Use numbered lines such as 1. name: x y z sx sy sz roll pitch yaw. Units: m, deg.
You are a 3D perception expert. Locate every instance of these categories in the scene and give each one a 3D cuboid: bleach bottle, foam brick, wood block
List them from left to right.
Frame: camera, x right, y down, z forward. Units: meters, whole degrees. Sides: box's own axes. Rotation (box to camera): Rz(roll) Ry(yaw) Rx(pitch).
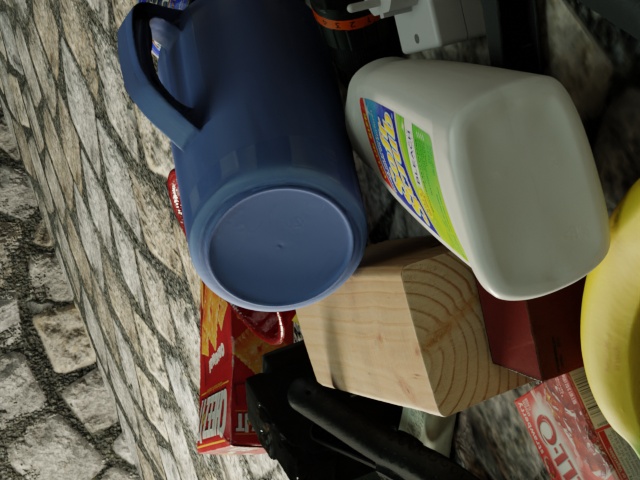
1. wood block: 0.060 0.049 0.704 0.206 0.090 0.090 173 80 -71
2. bleach bottle: 0.064 -0.048 0.586 0.251 0.068 0.102 -139 29 -72
3. foam brick: 0.120 0.029 0.581 0.051 0.053 0.078 -162 58 -67

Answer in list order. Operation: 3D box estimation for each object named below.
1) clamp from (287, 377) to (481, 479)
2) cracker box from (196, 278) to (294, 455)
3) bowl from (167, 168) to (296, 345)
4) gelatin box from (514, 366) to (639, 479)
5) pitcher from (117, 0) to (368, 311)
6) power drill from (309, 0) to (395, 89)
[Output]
1. clamp: 0.050 0.152 0.767 0.172 0.039 0.120 21 166 26
2. cracker box: -0.078 0.102 1.061 0.164 0.072 0.213 140 131 -69
3. bowl: -0.056 0.001 0.845 0.162 0.055 0.162 49 160 24
4. gelatin box: 0.152 0.118 0.603 0.073 0.030 0.089 119 131 -64
5. pitcher: -0.049 -0.070 0.717 0.243 0.149 0.145 -104 3 -53
6. power drill: -0.009 -0.206 0.708 0.188 0.057 0.184 57 168 40
